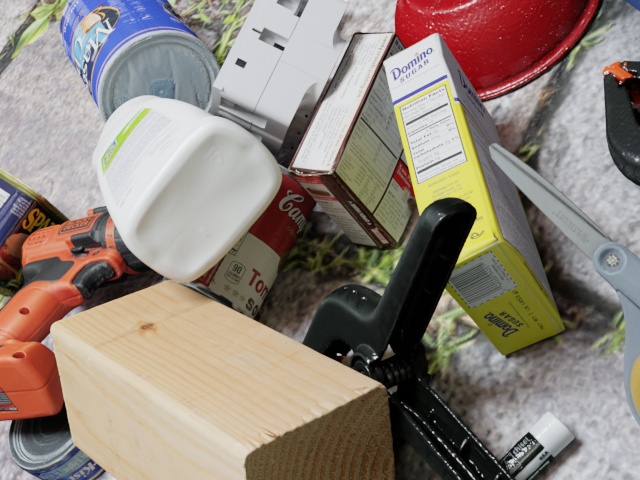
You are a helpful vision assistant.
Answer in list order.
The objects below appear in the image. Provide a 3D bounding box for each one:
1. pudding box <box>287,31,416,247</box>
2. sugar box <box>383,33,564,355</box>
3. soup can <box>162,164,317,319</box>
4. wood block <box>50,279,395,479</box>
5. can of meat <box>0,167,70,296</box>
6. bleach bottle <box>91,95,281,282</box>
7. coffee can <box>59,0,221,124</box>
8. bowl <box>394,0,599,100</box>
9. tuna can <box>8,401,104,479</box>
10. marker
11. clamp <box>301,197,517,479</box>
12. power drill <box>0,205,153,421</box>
[{"bbox_3d":[0.035,-0.065,0.691,0.039,0.090,0.113,3,60,39],"label":"pudding box"},{"bbox_3d":[0.086,-0.030,0.622,0.048,0.093,0.176,-27,44,16],"label":"sugar box"},{"bbox_3d":[-0.055,0.001,0.725,0.069,0.068,0.102,10,65,42],"label":"soup can"},{"bbox_3d":[-0.060,0.100,0.600,0.090,0.090,0.206,-21,26,-33],"label":"wood block"},{"bbox_3d":[-0.260,-0.006,0.868,0.057,0.102,0.084,32,80,10],"label":"can of meat"},{"bbox_3d":[-0.107,-0.058,0.731,0.102,0.068,0.251,-49,26,2],"label":"bleach bottle"},{"bbox_3d":[-0.154,-0.153,0.900,0.103,0.102,0.140,-41,42,3],"label":"coffee can"},{"bbox_3d":[0.111,-0.175,0.747,0.162,0.055,0.162,-21,46,23],"label":"bowl"},{"bbox_3d":[-0.175,0.127,0.742,0.086,0.033,0.086,-21,47,24],"label":"tuna can"},{"bbox_3d":[0.081,0.136,0.547,0.121,0.020,0.020,-45,42,0],"label":"marker"},{"bbox_3d":[0.042,0.078,0.563,0.210,0.036,0.164,-27,77,64],"label":"clamp"},{"bbox_3d":[-0.174,0.043,0.759,0.185,0.057,0.187,-12,30,33],"label":"power drill"}]
